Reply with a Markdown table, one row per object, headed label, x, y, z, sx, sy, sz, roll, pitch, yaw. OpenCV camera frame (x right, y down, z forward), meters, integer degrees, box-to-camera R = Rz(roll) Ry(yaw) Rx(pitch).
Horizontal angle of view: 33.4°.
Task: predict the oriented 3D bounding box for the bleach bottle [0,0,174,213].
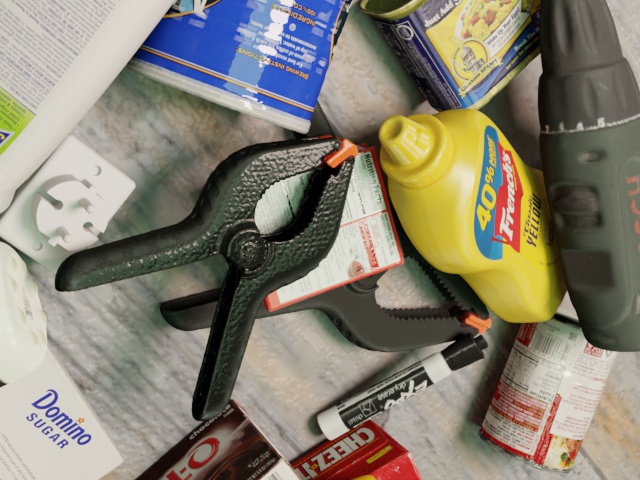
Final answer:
| label | x | y | z | sx | sy | sz | roll | pitch | yaw |
| --- | --- | --- | --- | --- | --- | --- | --- | --- | --- |
| bleach bottle | -0.155 | -0.095 | 0.520 | 0.102 | 0.068 | 0.251 | 42 | 108 | -5 |

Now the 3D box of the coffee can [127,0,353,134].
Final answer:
| label | x | y | z | sx | sy | sz | roll | pitch | yaw |
| --- | --- | --- | --- | --- | --- | --- | --- | --- | --- |
| coffee can | -0.031 | -0.139 | 0.565 | 0.102 | 0.103 | 0.140 | 17 | 97 | -27 |

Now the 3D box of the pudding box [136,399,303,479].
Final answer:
| label | x | y | z | sx | sy | sz | roll | pitch | yaw |
| --- | --- | --- | --- | --- | --- | --- | --- | --- | --- |
| pudding box | -0.072 | 0.158 | 0.639 | 0.113 | 0.090 | 0.039 | -38 | 117 | -10 |

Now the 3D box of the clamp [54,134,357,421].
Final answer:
| label | x | y | z | sx | sy | sz | roll | pitch | yaw |
| --- | --- | --- | --- | --- | --- | --- | --- | --- | --- |
| clamp | -0.054 | 0.001 | 0.568 | 0.120 | 0.039 | 0.171 | 39 | 83 | -30 |

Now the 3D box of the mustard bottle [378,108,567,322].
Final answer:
| label | x | y | z | sx | sy | sz | roll | pitch | yaw |
| --- | --- | --- | --- | --- | --- | --- | --- | --- | --- |
| mustard bottle | 0.090 | -0.024 | 0.634 | 0.191 | 0.058 | 0.096 | 33 | 61 | -48 |

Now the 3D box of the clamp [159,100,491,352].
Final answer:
| label | x | y | z | sx | sy | sz | roll | pitch | yaw |
| --- | --- | --- | --- | --- | --- | --- | --- | --- | --- |
| clamp | 0.023 | 0.003 | 0.666 | 0.209 | 0.036 | 0.164 | 19 | 97 | -23 |

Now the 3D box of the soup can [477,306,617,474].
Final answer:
| label | x | y | z | sx | sy | sz | roll | pitch | yaw |
| --- | --- | --- | --- | --- | --- | --- | --- | --- | --- |
| soup can | 0.158 | 0.099 | 0.734 | 0.068 | 0.069 | 0.102 | 16 | 97 | -27 |

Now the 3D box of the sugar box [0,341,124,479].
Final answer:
| label | x | y | z | sx | sy | sz | roll | pitch | yaw |
| --- | --- | --- | --- | --- | --- | --- | --- | --- | --- |
| sugar box | -0.210 | 0.134 | 0.598 | 0.176 | 0.048 | 0.093 | -34 | 115 | -16 |

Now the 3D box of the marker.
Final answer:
| label | x | y | z | sx | sy | sz | roll | pitch | yaw |
| --- | --- | --- | --- | --- | --- | --- | --- | --- | --- |
| marker | 0.054 | 0.094 | 0.692 | 0.121 | 0.020 | 0.020 | -30 | 116 | 9 |

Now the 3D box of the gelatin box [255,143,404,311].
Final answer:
| label | x | y | z | sx | sy | sz | roll | pitch | yaw |
| --- | --- | --- | --- | --- | --- | --- | --- | --- | --- |
| gelatin box | -0.002 | -0.009 | 0.619 | 0.089 | 0.030 | 0.073 | -19 | 105 | -11 |

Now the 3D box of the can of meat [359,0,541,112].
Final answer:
| label | x | y | z | sx | sy | sz | roll | pitch | yaw |
| --- | --- | --- | --- | --- | --- | --- | --- | --- | --- |
| can of meat | 0.089 | -0.138 | 0.644 | 0.102 | 0.057 | 0.084 | -42 | 119 | -7 |
